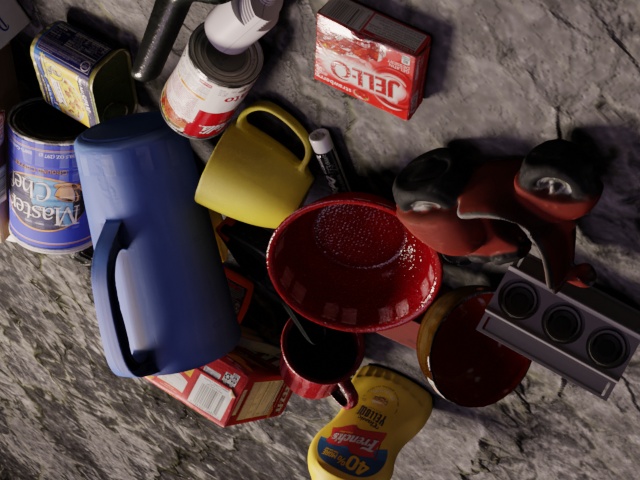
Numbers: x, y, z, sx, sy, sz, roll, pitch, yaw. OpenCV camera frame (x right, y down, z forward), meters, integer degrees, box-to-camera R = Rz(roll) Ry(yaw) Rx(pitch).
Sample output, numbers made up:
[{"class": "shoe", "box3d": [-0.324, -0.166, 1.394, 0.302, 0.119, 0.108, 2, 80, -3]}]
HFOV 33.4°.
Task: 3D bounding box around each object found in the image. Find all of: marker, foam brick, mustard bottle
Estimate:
[{"class": "marker", "box3d": [0.017, -0.052, 0.987, 0.020, 0.020, 0.121, 14, 143, 35]}, {"class": "foam brick", "box3d": [0.084, 0.066, 1.050, 0.078, 0.051, 0.053, 23, 149, 23]}, {"class": "mustard bottle", "box3d": [0.041, 0.233, 1.188, 0.096, 0.191, 0.058, 24, 148, 22]}]

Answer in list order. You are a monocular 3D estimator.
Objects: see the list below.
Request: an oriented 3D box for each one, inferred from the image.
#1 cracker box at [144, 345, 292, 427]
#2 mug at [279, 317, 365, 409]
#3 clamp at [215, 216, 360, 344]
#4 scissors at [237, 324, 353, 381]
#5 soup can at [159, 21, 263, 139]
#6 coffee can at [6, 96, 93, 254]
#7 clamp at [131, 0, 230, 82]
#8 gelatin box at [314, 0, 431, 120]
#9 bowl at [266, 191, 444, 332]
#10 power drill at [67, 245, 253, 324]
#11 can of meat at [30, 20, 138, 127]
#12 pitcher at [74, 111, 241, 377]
[{"class": "cracker box", "box3d": [-0.131, 0.148, 1.283, 0.164, 0.072, 0.213, 29, -177, 16]}, {"class": "mug", "box3d": [0.005, 0.138, 1.191, 0.117, 0.093, 0.081, 52, 159, 15]}, {"class": "clamp", "box3d": [-0.038, 0.042, 1.089, 0.171, 0.039, 0.120, 43, 150, 5]}, {"class": "scissors", "box3d": [-0.048, 0.132, 1.290, 0.201, 0.016, 0.096, 22, -177, -20]}, {"class": "soup can", "box3d": [-0.096, -0.141, 0.935, 0.068, 0.068, 0.102, 39, 150, -4]}, {"class": "coffee can", "box3d": [-0.285, -0.071, 1.156, 0.103, 0.102, 0.140, 25, 127, 21]}, {"class": "clamp", "box3d": [-0.115, -0.232, 0.835, 0.210, 0.036, 0.164, -19, 96, 45]}, {"class": "gelatin box", "box3d": [0.039, -0.141, 0.827, 0.089, 0.030, 0.073, 28, 149, 16]}, {"class": "bowl", "box3d": [0.033, 0.010, 0.985, 0.162, 0.055, 0.162, 5, 130, 5]}, {"class": "power drill", "box3d": [-0.186, 0.039, 1.244, 0.188, 0.057, 0.184, 14, 170, 35]}, {"class": "can of meat", "box3d": [-0.236, -0.161, 1.066, 0.084, 0.057, 0.102, 29, 149, 18]}, {"class": "pitcher", "box3d": [-0.167, 0.006, 1.046, 0.149, 0.144, 0.243, -141, 38, -63]}]
